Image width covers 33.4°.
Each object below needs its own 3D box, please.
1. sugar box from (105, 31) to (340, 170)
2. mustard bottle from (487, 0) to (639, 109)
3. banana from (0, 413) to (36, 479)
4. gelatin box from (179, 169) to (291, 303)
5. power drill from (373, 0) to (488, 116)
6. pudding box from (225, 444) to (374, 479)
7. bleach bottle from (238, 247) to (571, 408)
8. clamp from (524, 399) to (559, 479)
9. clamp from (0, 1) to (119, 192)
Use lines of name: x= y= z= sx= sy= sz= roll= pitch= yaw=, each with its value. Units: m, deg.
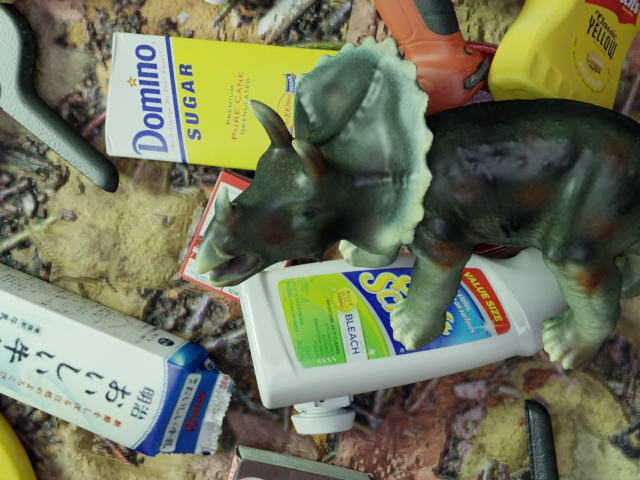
sugar box: x=-0.067 y=-0.099 z=0.785 sx=0.176 sy=0.048 sz=0.093 roll=5 pitch=95 yaw=5
mustard bottle: x=0.181 y=-0.162 z=0.721 sx=0.096 sy=0.058 sz=0.191 roll=35 pitch=71 yaw=-34
banana: x=-0.270 y=0.166 z=0.840 sx=0.069 sy=0.037 sz=0.198 roll=-26 pitch=92 yaw=7
gelatin box: x=-0.055 y=0.001 z=0.802 sx=0.073 sy=0.030 sz=0.089 roll=24 pitch=98 yaw=3
power drill: x=0.017 y=-0.164 z=0.690 sx=0.185 sy=0.057 sz=0.187 roll=-10 pitch=115 yaw=31
pudding box: x=-0.021 y=0.210 z=0.798 sx=0.113 sy=0.039 sz=0.090 roll=13 pitch=98 yaw=-13
bleach bottle: x=0.073 y=0.047 z=0.758 sx=0.250 sy=0.068 sz=0.102 roll=-11 pitch=72 yaw=-6
clamp: x=0.164 y=0.204 z=0.789 sx=0.171 sy=0.039 sz=0.120 roll=43 pitch=103 yaw=-5
clamp: x=-0.242 y=-0.110 z=0.810 sx=0.165 sy=0.036 sz=0.210 roll=-8 pitch=92 yaw=10
